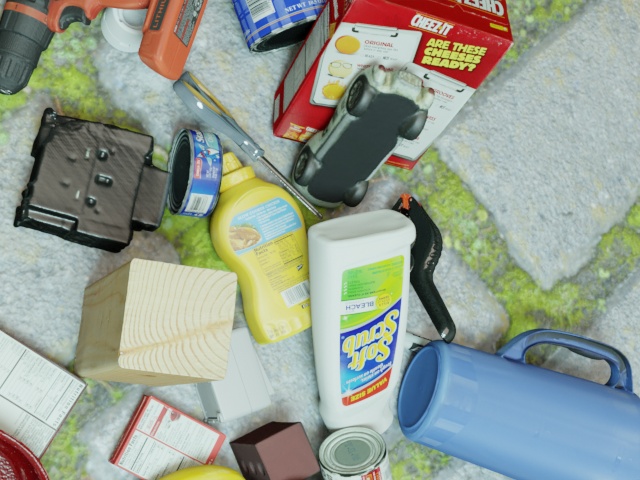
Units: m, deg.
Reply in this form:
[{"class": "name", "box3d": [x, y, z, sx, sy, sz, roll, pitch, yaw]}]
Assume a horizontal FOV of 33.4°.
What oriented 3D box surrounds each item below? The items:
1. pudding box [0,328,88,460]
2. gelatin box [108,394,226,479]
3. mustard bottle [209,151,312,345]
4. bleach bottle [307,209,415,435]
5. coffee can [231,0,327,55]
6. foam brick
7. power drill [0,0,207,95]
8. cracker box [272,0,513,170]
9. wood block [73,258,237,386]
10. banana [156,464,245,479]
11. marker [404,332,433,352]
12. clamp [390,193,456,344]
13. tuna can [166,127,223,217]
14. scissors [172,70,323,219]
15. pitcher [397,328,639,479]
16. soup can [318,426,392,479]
[{"class": "pudding box", "box3d": [-0.282, 0.139, 0.968, 0.113, 0.039, 0.090, 37, 70, -15]}, {"class": "gelatin box", "box3d": [-0.146, 0.199, 1.018, 0.089, 0.030, 0.073, 31, 73, -15]}, {"class": "mustard bottle", "box3d": [-0.057, 0.001, 1.070, 0.096, 0.058, 0.191, -25, 91, -25]}, {"class": "bleach bottle", "box3d": [0.043, 0.101, 1.047, 0.102, 0.068, 0.251, -12, 115, -19]}, {"class": "coffee can", "box3d": [-0.049, -0.275, 1.095, 0.102, 0.103, 0.140, -20, 89, -24]}, {"class": "foam brick", "box3d": [-0.045, 0.209, 1.031, 0.051, 0.078, 0.053, -23, 91, -25]}, {"class": "power drill", "box3d": [-0.211, -0.207, 0.997, 0.188, 0.057, 0.184, 16, 83, 17]}, {"class": "cracker box", "box3d": [0.065, -0.172, 1.064, 0.164, 0.214, 0.072, 13, 53, -19]}, {"class": "wood block", "box3d": [-0.151, 0.078, 0.940, 0.090, 0.206, 0.090, 10, 78, -21]}, {"class": "banana", "box3d": [-0.148, 0.257, 0.978, 0.197, 0.037, 0.069, -27, 94, -6]}, {"class": "marker", "box3d": [0.112, 0.113, 1.142, 0.121, 0.020, 0.020, 20, 74, -18]}, {"class": "clamp", "box3d": [0.096, 0.035, 1.107, 0.039, 0.120, 0.171, 41, 59, -60]}, {"class": "tuna can", "box3d": [-0.123, -0.065, 1.040, 0.033, 0.086, 0.086, 6, 79, -23]}, {"class": "scissors", "box3d": [-0.077, -0.095, 1.049, 0.016, 0.096, 0.202, -45, 78, 11]}, {"class": "pitcher", "box3d": [0.212, 0.178, 1.115, 0.242, 0.145, 0.149, 20, 42, -15]}, {"class": "soup can", "box3d": [0.039, 0.241, 1.041, 0.068, 0.069, 0.102, -26, 124, -24]}]
